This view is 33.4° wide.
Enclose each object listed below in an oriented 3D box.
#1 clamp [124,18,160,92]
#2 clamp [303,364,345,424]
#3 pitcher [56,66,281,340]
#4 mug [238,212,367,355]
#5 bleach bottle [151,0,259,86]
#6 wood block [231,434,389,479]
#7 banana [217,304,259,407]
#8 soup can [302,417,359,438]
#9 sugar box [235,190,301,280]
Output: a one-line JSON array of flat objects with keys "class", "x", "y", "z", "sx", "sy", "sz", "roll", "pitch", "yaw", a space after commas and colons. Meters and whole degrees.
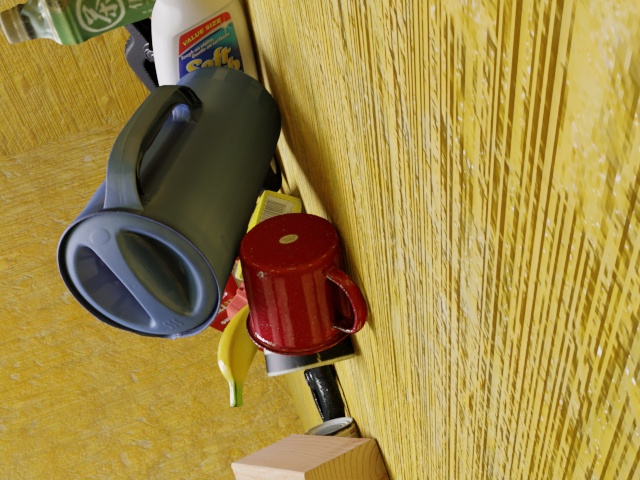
[{"class": "clamp", "x": -0.189, "y": -0.227, "z": 1.206, "sx": 0.210, "sy": 0.164, "sz": 0.036, "roll": 115, "pitch": 180, "yaw": -64}, {"class": "clamp", "x": -0.005, "y": 0.162, "z": 1.351, "sx": 0.120, "sy": 0.039, "sz": 0.171, "roll": -126, "pitch": 22, "yaw": -71}, {"class": "pitcher", "x": -0.114, "y": -0.051, "z": 0.893, "sx": 0.145, "sy": 0.149, "sz": 0.242, "roll": 37, "pitch": -139, "yaw": -16}, {"class": "mug", "x": -0.011, "y": 0.036, "z": 0.848, "sx": 0.117, "sy": 0.093, "sz": 0.081, "roll": 25, "pitch": 138, "yaw": 37}, {"class": "bleach bottle", "x": -0.115, "y": -0.182, "z": 0.981, "sx": 0.251, "sy": 0.102, "sz": 0.068, "roll": 80, "pitch": 171, "yaw": -61}, {"class": "wood block", "x": -0.010, "y": 0.273, "z": 1.176, "sx": 0.206, "sy": 0.090, "sz": 0.090, "roll": -18, "pitch": 92, "yaw": 63}, {"class": "banana", "x": -0.053, "y": 0.088, "z": 1.074, "sx": 0.197, "sy": 0.037, "sz": 0.069, "roll": -42, "pitch": -53, "yaw": -51}, {"class": "soup can", "x": 0.024, "y": 0.273, "z": 1.291, "sx": 0.068, "sy": 0.068, "sz": 0.102, "roll": -172, "pitch": 63, "yaw": -84}, {"class": "sugar box", "x": -0.058, "y": 0.001, "z": 1.118, "sx": 0.176, "sy": 0.048, "sz": 0.093, "roll": 169, "pitch": 118, "yaw": -82}]
